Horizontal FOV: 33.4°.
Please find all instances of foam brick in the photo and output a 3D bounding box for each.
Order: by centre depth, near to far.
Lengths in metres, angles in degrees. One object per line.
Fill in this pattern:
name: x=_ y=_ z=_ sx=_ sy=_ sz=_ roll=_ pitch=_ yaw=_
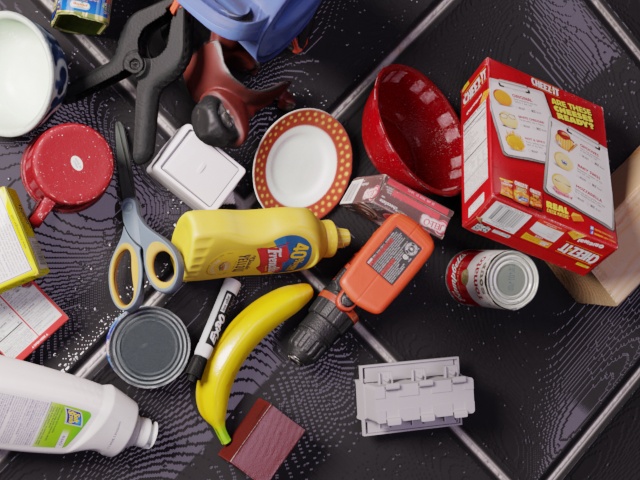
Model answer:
foam brick: x=-0.063 y=0.218 z=1.151 sx=0.051 sy=0.053 sz=0.078 roll=40 pitch=78 yaw=-14

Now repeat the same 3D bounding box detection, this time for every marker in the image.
marker: x=-0.115 y=0.096 z=1.136 sx=0.020 sy=0.020 sz=0.121 roll=29 pitch=66 yaw=-16

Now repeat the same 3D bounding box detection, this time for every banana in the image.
banana: x=-0.082 y=0.119 z=1.157 sx=0.069 sy=0.037 sz=0.197 roll=37 pitch=80 yaw=-33

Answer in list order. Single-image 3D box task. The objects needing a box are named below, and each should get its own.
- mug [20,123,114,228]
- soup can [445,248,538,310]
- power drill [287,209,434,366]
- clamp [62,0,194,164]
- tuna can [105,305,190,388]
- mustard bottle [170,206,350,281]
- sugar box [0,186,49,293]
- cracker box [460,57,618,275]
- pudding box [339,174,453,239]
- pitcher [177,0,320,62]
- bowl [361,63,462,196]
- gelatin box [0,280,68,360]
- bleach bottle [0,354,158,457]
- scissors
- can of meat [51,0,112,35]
mug: x=-0.259 y=-0.064 z=1.074 sx=0.093 sy=0.082 sz=0.117 roll=36 pitch=79 yaw=-15
soup can: x=0.194 y=0.044 z=1.211 sx=0.068 sy=0.102 sz=0.068 roll=0 pitch=90 yaw=-18
power drill: x=0.040 y=0.050 z=1.118 sx=0.057 sy=0.188 sz=0.184 roll=39 pitch=74 yaw=-2
clamp: x=-0.176 y=-0.165 z=1.078 sx=0.120 sy=0.039 sz=0.172 roll=45 pitch=107 yaw=5
tuna can: x=-0.182 y=0.111 z=1.123 sx=0.086 sy=0.034 sz=0.086 roll=0 pitch=89 yaw=-18
mustard bottle: x=-0.057 y=0.002 z=1.133 sx=0.191 sy=0.096 sz=0.058 roll=-4 pitch=58 yaw=-24
sugar box: x=-0.364 y=0.025 z=1.033 sx=0.176 sy=0.048 sz=0.093 roll=-23 pitch=88 yaw=1
cracker box: x=0.240 y=-0.083 z=1.195 sx=0.164 sy=0.072 sz=0.213 roll=20 pitch=49 yaw=-18
pudding box: x=0.082 y=-0.036 z=1.169 sx=0.090 sy=0.114 sz=0.039 roll=28 pitch=85 yaw=-15
pitcher: x=-0.111 y=-0.294 z=1.043 sx=0.243 sy=0.149 sz=0.145 roll=40 pitch=90 yaw=4
bowl: x=0.097 y=-0.112 z=1.183 sx=0.161 sy=0.055 sz=0.162 roll=28 pitch=48 yaw=-36
gelatin box: x=-0.313 y=0.071 z=1.083 sx=0.073 sy=0.030 sz=0.089 roll=-44 pitch=102 yaw=-13
bleach bottle: x=-0.288 y=0.173 z=1.068 sx=0.250 sy=0.068 sz=0.103 roll=19 pitch=116 yaw=-23
scissors: x=-0.179 y=-0.027 z=1.099 sx=0.096 sy=0.016 sz=0.202 roll=0 pitch=82 yaw=25
can of meat: x=-0.237 y=-0.256 z=1.074 sx=0.057 sy=0.102 sz=0.084 roll=8 pitch=89 yaw=-18
